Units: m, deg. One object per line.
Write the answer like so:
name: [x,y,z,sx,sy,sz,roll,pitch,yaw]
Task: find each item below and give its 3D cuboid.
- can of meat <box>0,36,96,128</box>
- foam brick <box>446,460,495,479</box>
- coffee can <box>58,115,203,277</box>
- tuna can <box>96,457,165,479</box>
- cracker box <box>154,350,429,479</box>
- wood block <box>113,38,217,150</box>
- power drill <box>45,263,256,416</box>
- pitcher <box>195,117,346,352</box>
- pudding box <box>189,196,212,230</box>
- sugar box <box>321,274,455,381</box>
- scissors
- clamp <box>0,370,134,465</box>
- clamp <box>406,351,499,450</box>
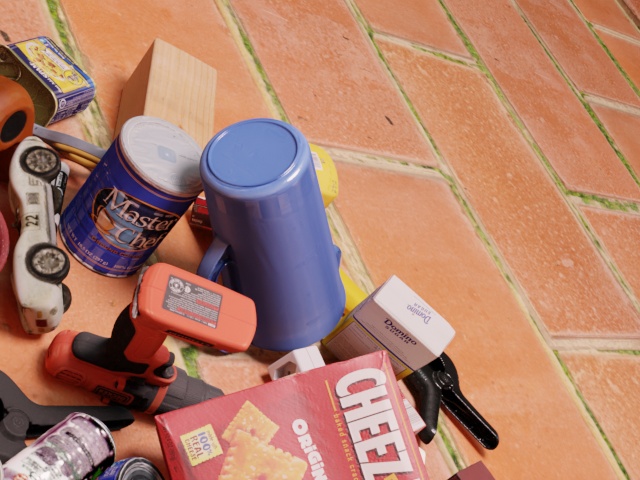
can of meat: [-0.314,-0.180,1.199,0.102,0.058,0.083,45,31,3]
foam brick: [0.149,0.281,1.146,0.052,0.078,0.051,-7,59,-50]
coffee can: [-0.191,-0.044,1.096,0.102,0.140,0.103,28,36,-22]
tuna can: [-0.159,0.225,0.891,0.086,0.034,0.086,50,30,-43]
cracker box: [-0.020,0.204,0.928,0.213,0.072,0.164,-15,72,-8]
wood block: [-0.183,-0.131,1.250,0.090,0.091,0.206,26,36,-24]
power drill: [-0.133,0.103,0.953,0.184,0.188,0.057,23,50,-23]
pitcher: [-0.057,0.001,1.090,0.145,0.243,0.149,-3,49,6]
pudding box: [-0.081,-0.020,1.237,0.113,0.039,0.090,8,4,-39]
sugar box: [0.072,0.106,1.175,0.093,0.176,0.048,42,60,-1]
scissors: [-0.310,-0.116,1.155,0.202,0.016,0.096,21,-10,8]
clamp: [-0.255,0.156,0.898,0.210,0.036,0.164,39,32,-12]
clamp: [0.136,0.181,1.282,0.120,0.039,0.171,11,38,-46]
